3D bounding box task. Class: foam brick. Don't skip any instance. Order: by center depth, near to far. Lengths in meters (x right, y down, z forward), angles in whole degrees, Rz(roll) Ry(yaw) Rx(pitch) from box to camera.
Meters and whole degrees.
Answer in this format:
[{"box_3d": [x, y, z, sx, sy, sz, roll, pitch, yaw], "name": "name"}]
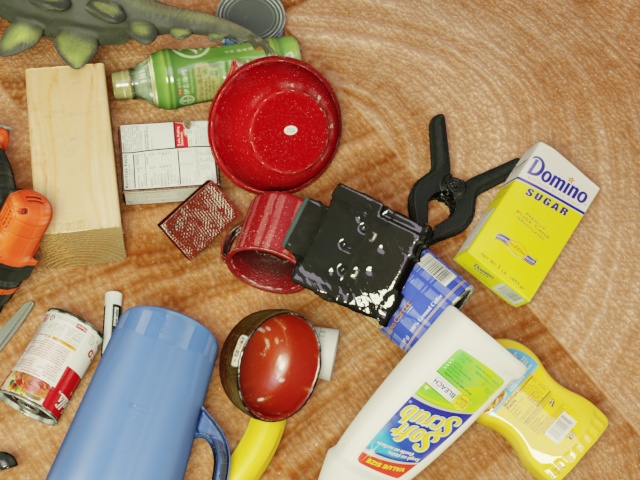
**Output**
[{"box_3d": [-0.133, -0.023, 1.171, 0.078, 0.051, 0.053, -41, 99, -6], "name": "foam brick"}]

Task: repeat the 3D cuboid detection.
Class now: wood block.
[{"box_3d": [-0.271, -0.083, 1.183, 0.090, 0.091, 0.206, -6, 65, -9], "name": "wood block"}]

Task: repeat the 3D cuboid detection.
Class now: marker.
[{"box_3d": [-0.224, 0.113, 1.135, 0.020, 0.020, 0.121, 2, 65, -5], "name": "marker"}]

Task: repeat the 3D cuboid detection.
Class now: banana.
[{"box_3d": [-0.079, 0.210, 1.095, 0.070, 0.037, 0.197, 11, 62, 20], "name": "banana"}]

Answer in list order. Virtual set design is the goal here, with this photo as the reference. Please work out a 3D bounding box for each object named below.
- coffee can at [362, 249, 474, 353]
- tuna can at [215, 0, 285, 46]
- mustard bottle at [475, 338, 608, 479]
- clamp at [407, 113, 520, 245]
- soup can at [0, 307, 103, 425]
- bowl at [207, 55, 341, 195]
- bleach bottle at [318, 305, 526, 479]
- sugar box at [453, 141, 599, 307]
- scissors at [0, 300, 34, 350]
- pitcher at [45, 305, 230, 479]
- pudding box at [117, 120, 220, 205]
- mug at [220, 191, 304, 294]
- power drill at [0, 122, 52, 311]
[{"box_3d": [0.080, 0.044, 1.148, 0.140, 0.103, 0.102, 40, 68, 13], "name": "coffee can"}, {"box_3d": [-0.086, -0.268, 1.318, 0.086, 0.034, 0.086, 2, 65, -4], "name": "tuna can"}, {"box_3d": [0.201, 0.161, 1.128, 0.192, 0.058, 0.096, 42, 74, 14], "name": "mustard bottle"}, {"box_3d": [0.145, -0.068, 1.242, 0.120, 0.039, 0.171, 36, 63, 12], "name": "clamp"}, {"box_3d": [-0.276, 0.129, 1.096, 0.068, 0.068, 0.102, 23, 64, 6], "name": "soup can"}, {"box_3d": [-0.042, -0.124, 1.194, 0.162, 0.055, 0.162, -4, 103, -19], "name": "bowl"}, {"box_3d": [0.088, 0.190, 1.069, 0.102, 0.068, 0.251, 39, 92, -20], "name": "bleach bottle"}, {"box_3d": [0.237, -0.020, 1.214, 0.093, 0.048, 0.176, 38, 69, -6], "name": "sugar box"}, {"box_3d": [-0.383, 0.138, 1.111, 0.096, 0.016, 0.201, 18, 64, 3], "name": "scissors"}, {"box_3d": [-0.174, 0.194, 1.046, 0.145, 0.149, 0.242, -7, 53, 37], "name": "pitcher"}, {"box_3d": [-0.174, -0.090, 1.225, 0.113, 0.039, 0.090, -5, 66, -6], "name": "pudding box"}, {"box_3d": [-0.058, 0.001, 1.172, 0.117, 0.093, 0.081, -6, 53, 33], "name": "mug"}, {"box_3d": [-0.353, -0.022, 1.131, 0.057, 0.185, 0.188, 7, 40, -43], "name": "power drill"}]
